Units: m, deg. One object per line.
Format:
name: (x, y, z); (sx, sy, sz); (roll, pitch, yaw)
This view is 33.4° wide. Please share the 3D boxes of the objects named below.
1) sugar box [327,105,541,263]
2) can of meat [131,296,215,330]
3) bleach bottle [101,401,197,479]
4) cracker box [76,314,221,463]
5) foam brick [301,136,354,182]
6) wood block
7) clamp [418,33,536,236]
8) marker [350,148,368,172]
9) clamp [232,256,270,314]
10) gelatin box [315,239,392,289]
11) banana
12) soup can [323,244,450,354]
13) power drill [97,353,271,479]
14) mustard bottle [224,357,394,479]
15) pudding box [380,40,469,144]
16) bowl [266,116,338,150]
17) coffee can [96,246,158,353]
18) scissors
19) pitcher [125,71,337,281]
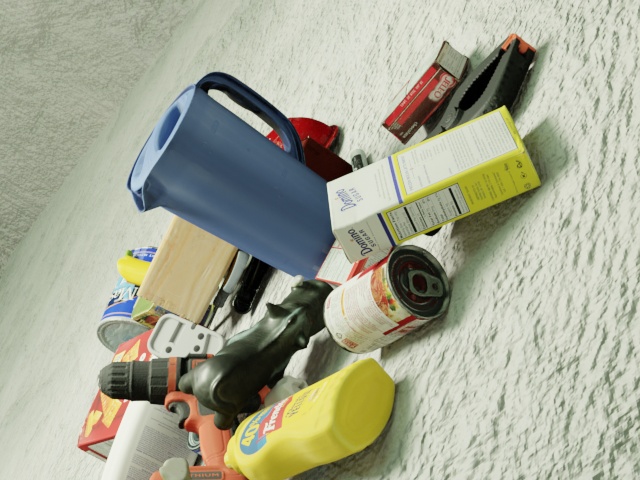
sugar box: (0.095, -0.049, 0.931); (0.176, 0.048, 0.093); (-25, 28, 12)
can of meat: (-0.205, 0.100, 1.475); (0.102, 0.083, 0.057); (-24, 39, 58)
bleach bottle: (-0.208, 0.275, 1.198); (0.068, 0.102, 0.250); (-34, 30, 61)
cracker box: (-0.230, 0.200, 1.407); (0.214, 0.072, 0.164); (-27, 37, 54)
foam brick: (-0.005, -0.077, 1.269); (0.051, 0.078, 0.053); (-22, 38, 60)
wood block: (-0.143, -0.013, 1.341); (0.206, 0.090, 0.091); (-61, 8, 20)
clamp: (0.136, -0.102, 1.026); (0.210, 0.036, 0.164); (-52, 20, 14)
marker: (0.048, -0.071, 1.217); (0.020, 0.020, 0.121); (-50, 21, 21)
clamp: (-0.059, 0.002, 1.334); (0.120, 0.039, 0.171); (-40, 27, 45)
gelatin box: (0.037, 0.018, 1.100); (0.073, 0.030, 0.089); (-63, 20, -8)
banana: (-0.222, 0.041, 1.516); (0.198, 0.037, 0.069); (8, 46, 31)
soup can: (0.057, 0.054, 0.944); (0.102, 0.068, 0.068); (-36, 30, 48)
power drill: (-0.137, 0.191, 1.076); (0.187, 0.184, 0.057); (-96, 9, -49)
mustard bottle: (-0.023, 0.171, 0.945); (0.192, 0.058, 0.096); (-32, 15, 42)
pudding box: (0.111, -0.158, 1.127); (0.090, 0.039, 0.113); (-48, 7, 25)
bowl: (-0.052, -0.112, 1.413); (0.162, 0.055, 0.162); (-43, 14, 13)
coffee can: (-0.263, 0.094, 1.594); (0.103, 0.102, 0.140); (-38, 28, 45)
scissors: (-0.122, 0.058, 1.384); (0.202, 0.016, 0.096); (125, 167, -55)
pitcher: (-0.074, -0.062, 1.164); (0.149, 0.242, 0.145); (-52, 21, 18)
